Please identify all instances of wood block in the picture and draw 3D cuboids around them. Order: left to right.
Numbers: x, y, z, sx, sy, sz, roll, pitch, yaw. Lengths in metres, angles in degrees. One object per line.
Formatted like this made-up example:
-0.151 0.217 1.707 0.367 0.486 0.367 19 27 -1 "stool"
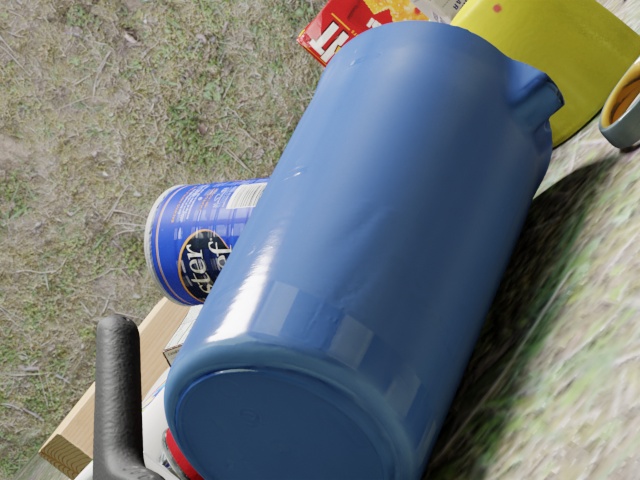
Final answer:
-0.181 0.155 1.092 0.205 0.091 0.090 -55 8 -35 "wood block"

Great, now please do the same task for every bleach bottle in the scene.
-0.140 0.166 0.915 0.103 0.068 0.250 -47 5 19 "bleach bottle"

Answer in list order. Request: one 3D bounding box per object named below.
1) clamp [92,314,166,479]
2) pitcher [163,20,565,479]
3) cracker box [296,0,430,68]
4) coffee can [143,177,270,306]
-0.111 0.143 0.580 0.210 0.036 0.164 32 105 58 "clamp"
0.015 0.013 0.505 0.242 0.145 0.149 -61 -13 -47 "pitcher"
0.099 -0.256 1.229 0.214 0.164 0.072 -44 7 37 "cracker box"
-0.056 0.001 0.857 0.141 0.103 0.102 -3 36 34 "coffee can"
